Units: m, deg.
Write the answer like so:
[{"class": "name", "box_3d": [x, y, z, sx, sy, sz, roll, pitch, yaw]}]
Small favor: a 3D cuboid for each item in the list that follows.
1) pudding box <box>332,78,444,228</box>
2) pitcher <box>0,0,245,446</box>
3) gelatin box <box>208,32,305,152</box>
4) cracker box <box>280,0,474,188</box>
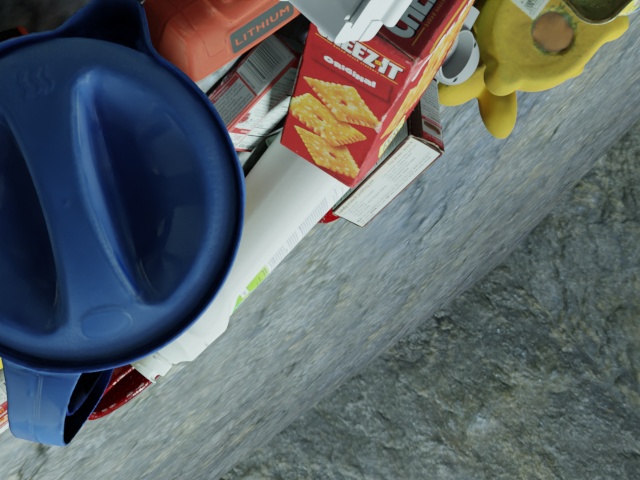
[{"class": "pudding box", "box_3d": [0.053, -0.078, 0.891, 0.114, 0.039, 0.090, -46, -147, 40]}, {"class": "pitcher", "box_3d": [-0.099, -0.011, 0.522, 0.149, 0.145, 0.243, -35, -177, 2]}, {"class": "gelatin box", "box_3d": [-0.043, -0.103, 0.751, 0.089, 0.030, 0.073, -44, 169, 15]}, {"class": "cracker box", "box_3d": [0.053, -0.142, 0.665, 0.164, 0.072, 0.214, -57, 179, -17]}]
